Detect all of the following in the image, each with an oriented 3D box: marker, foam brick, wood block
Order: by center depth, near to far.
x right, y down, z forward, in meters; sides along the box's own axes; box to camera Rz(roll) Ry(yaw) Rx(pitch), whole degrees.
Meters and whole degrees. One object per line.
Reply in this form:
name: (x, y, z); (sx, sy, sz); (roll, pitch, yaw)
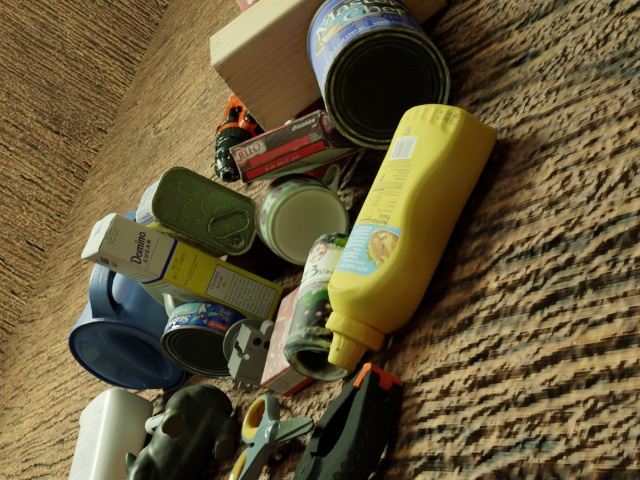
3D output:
wood block: (0.004, -0.205, 1.005); (0.206, 0.090, 0.090); (-34, 26, 12)
foam brick: (-0.057, 0.001, 1.052); (0.078, 0.051, 0.053); (-40, 30, 50)
marker: (-0.153, 0.184, 1.104); (0.121, 0.020, 0.020); (-31, 36, 58)

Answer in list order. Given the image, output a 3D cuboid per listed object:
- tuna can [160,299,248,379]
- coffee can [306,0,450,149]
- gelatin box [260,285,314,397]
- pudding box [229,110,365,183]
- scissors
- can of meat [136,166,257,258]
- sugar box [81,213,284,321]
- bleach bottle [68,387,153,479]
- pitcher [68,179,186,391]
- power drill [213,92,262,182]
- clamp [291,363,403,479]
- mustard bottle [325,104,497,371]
tuna can: (-0.103, 0.093, 0.994); (0.086, 0.086, 0.033); (-41, 26, 48)
coffee can: (0.046, -0.150, 0.906); (0.103, 0.102, 0.140); (-56, 20, 19)
gelatin box: (-0.012, 0.073, 0.863); (0.073, 0.030, 0.089); (-40, 29, 49)
pudding box: (-0.016, -0.084, 0.954); (0.090, 0.039, 0.113); (-19, -2, 21)
scissors: (-0.041, 0.163, 0.803); (0.202, 0.016, 0.096); (-178, 109, -79)
can of meat: (-0.117, -0.022, 1.003); (0.084, 0.102, 0.057); (-17, 51, 68)
sugar box: (-0.132, 0.030, 1.012); (0.093, 0.176, 0.048); (-12, 52, 67)
bleach bottle: (-0.244, 0.287, 1.138); (0.103, 0.068, 0.250); (-44, 28, 44)
pitcher: (-0.186, 0.037, 1.216); (0.149, 0.145, 0.242); (-46, 21, 48)
power drill: (-0.072, -0.179, 1.334); (0.188, 0.057, 0.184); (-50, 22, 34)
clamp: (-0.003, 0.162, 0.704); (0.171, 0.039, 0.120); (-61, 22, -15)
mustard bottle: (0.053, 0.001, 0.746); (0.191, 0.058, 0.096); (-65, 22, -7)
